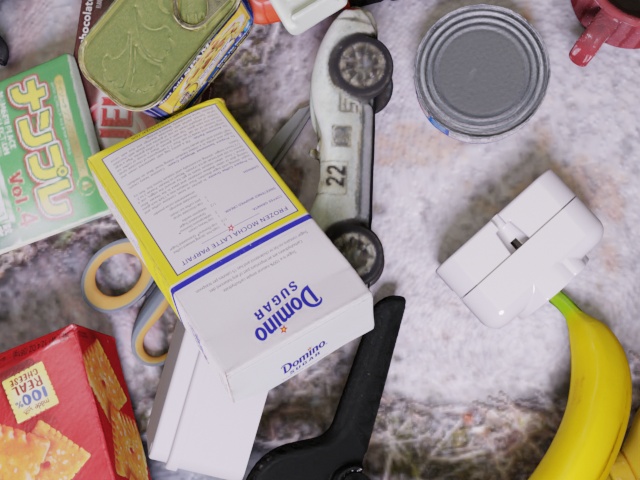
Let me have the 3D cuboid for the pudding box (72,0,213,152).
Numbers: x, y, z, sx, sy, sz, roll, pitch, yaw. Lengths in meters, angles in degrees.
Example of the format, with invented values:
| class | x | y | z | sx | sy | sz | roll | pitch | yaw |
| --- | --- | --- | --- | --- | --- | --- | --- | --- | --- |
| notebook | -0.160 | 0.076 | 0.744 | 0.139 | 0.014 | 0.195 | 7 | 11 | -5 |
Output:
| class | x | y | z | sx | sy | sz | roll | pitch | yaw |
| --- | --- | --- | --- | --- | --- | --- | --- | --- | --- |
| pudding box | -0.117 | -0.102 | 0.704 | 0.090 | 0.039 | 0.113 | 8 | 88 | 6 |

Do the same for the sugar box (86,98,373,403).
| class | x | y | z | sx | sy | sz | roll | pitch | yaw |
| --- | --- | --- | --- | --- | --- | --- | --- | --- | --- |
| sugar box | -0.054 | 0.001 | 0.616 | 0.093 | 0.048 | 0.176 | -28 | 60 | -14 |

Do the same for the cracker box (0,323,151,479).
| class | x | y | z | sx | sy | sz | roll | pitch | yaw |
| --- | --- | --- | --- | --- | --- | --- | --- | --- | --- |
| cracker box | -0.184 | 0.180 | 0.654 | 0.164 | 0.072 | 0.214 | -21 | 72 | 9 |

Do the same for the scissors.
| class | x | y | z | sx | sy | sz | roll | pitch | yaw |
| --- | --- | --- | --- | --- | --- | --- | --- | --- | --- |
| scissors | -0.088 | -0.016 | 0.708 | 0.096 | 0.016 | 0.202 | 24 | 90 | 2 |

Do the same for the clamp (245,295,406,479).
| class | x | y | z | sx | sy | sz | roll | pitch | yaw |
| --- | --- | --- | --- | --- | --- | --- | --- | --- | --- |
| clamp | 0.016 | 0.141 | 0.650 | 0.209 | 0.036 | 0.164 | -27 | 83 | -20 |

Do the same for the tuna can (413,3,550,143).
| class | x | y | z | sx | sy | sz | roll | pitch | yaw |
| --- | --- | --- | --- | --- | --- | --- | --- | --- | --- |
| tuna can | 0.103 | -0.106 | 0.686 | 0.086 | 0.033 | 0.086 | 0 | 87 | 5 |

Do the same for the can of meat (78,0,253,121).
| class | x | y | z | sx | sy | sz | roll | pitch | yaw |
| --- | --- | --- | --- | --- | --- | --- | --- | --- | --- |
| can of meat | -0.087 | -0.122 | 0.640 | 0.057 | 0.084 | 0.102 | 40 | 92 | 4 |
